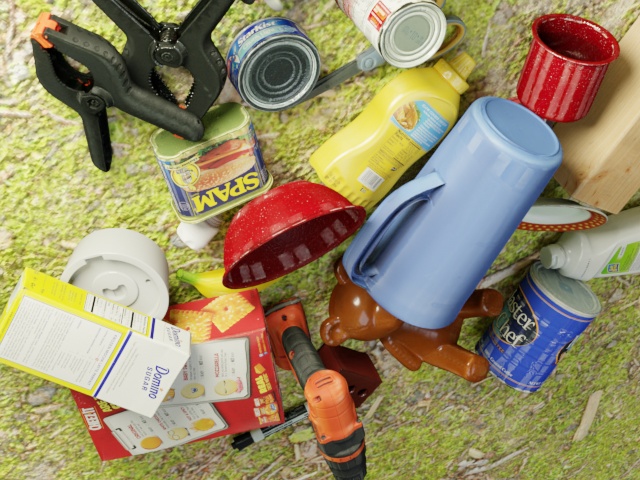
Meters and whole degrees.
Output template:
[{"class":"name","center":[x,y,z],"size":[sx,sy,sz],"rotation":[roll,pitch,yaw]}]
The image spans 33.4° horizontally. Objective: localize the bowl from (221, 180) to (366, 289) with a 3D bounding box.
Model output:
[{"class":"bowl","center":[-0.037,-0.013,1.069],"size":[0.162,0.055,0.162],"rotation":[-26,166,-7]}]

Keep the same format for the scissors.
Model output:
[{"class":"scissors","center":[0.051,-0.194,1.038],"size":[0.201,0.016,0.096],"rotation":[-19,134,-13]}]

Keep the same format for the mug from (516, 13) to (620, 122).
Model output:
[{"class":"mug","center":[0.260,-0.184,1.122],"size":[0.117,0.093,0.082],"rotation":[-45,157,-43]}]

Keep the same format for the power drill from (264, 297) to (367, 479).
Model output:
[{"class":"power drill","center":[-0.005,0.169,1.212],"size":[0.057,0.188,0.184],"rotation":[-23,135,-11]}]

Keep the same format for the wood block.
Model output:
[{"class":"wood block","center":[0.349,-0.142,1.197],"size":[0.090,0.091,0.206],"rotation":[16,119,-38]}]

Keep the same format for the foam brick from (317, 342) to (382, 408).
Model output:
[{"class":"foam brick","center":[0.027,0.167,1.326],"size":[0.078,0.051,0.053],"rotation":[22,116,-41]}]

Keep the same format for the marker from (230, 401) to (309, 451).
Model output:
[{"class":"marker","center":[-0.058,0.237,1.365],"size":[0.121,0.020,0.020],"rotation":[-25,136,-7]}]

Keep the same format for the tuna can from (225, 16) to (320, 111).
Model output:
[{"class":"tuna can","center":[-0.044,-0.164,0.999],"size":[0.086,0.034,0.086],"rotation":[-15,134,-16]}]

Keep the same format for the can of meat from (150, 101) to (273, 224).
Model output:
[{"class":"can of meat","center":[-0.105,-0.077,1.029],"size":[0.102,0.057,0.084],"rotation":[-24,133,-9]}]

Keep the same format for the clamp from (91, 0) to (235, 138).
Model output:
[{"class":"clamp","center":[-0.140,-0.174,0.918],"size":[0.164,0.036,0.210],"rotation":[7,140,-2]}]

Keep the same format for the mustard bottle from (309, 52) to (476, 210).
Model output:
[{"class":"mustard bottle","center":[0.084,-0.119,1.092],"size":[0.192,0.058,0.096],"rotation":[-43,138,13]}]

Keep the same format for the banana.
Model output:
[{"class":"banana","center":[-0.055,0.014,1.152],"size":[0.198,0.037,0.069],"rotation":[-31,137,-1]}]

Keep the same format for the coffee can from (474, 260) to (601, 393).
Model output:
[{"class":"coffee can","center":[0.279,0.112,1.378],"size":[0.102,0.103,0.140],"rotation":[10,123,-35]}]

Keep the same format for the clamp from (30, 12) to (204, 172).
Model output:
[{"class":"clamp","center":[-0.181,-0.129,0.927],"size":[0.120,0.039,0.171],"rotation":[-13,139,16]}]

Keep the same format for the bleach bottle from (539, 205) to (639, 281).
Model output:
[{"class":"bleach bottle","center":[0.400,-0.003,1.373],"size":[0.250,0.068,0.103],"rotation":[-8,132,-20]}]

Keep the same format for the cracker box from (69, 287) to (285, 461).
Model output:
[{"class":"cracker box","center":[-0.156,0.148,1.167],"size":[0.213,0.072,0.164],"rotation":[-11,133,-3]}]

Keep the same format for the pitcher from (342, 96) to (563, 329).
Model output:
[{"class":"pitcher","center":[0.139,-0.030,1.126],"size":[0.145,0.149,0.243],"rotation":[33,125,1]}]

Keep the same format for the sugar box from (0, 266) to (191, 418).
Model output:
[{"class":"sugar box","center":[-0.225,0.102,1.045],"size":[0.176,0.048,0.093],"rotation":[24,117,-20]}]

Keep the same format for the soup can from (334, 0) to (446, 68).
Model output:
[{"class":"soup can","center":[0.062,-0.210,0.967],"size":[0.068,0.102,0.068],"rotation":[-15,134,-16]}]
